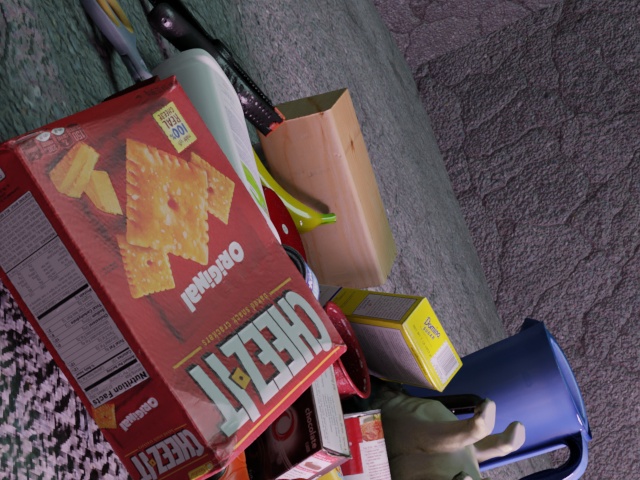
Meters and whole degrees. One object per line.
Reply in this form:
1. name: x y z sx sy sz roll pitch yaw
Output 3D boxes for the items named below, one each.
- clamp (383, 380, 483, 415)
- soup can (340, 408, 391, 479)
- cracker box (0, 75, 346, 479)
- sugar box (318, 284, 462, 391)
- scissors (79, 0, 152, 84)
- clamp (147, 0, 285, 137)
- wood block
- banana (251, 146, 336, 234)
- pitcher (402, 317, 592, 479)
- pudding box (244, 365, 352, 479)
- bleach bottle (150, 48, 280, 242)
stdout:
1. clamp: 0.082 0.177 1.089 0.172 0.120 0.039 34 -14 30
2. soup can: 0.027 0.204 0.944 0.068 0.068 0.102 21 60 -72
3. cracker box: -0.093 0.020 0.640 0.213 0.072 0.164 57 33 -2
4. sugar box: 0.048 0.093 1.063 0.048 0.177 0.093 -46 122 -28
5. scissors: -0.156 -0.152 0.922 0.202 0.016 0.096 57 8 -6
6. clamp: -0.108 -0.177 1.046 0.210 0.036 0.164 47 9 -24
7. wood block: 0.010 -0.053 1.189 0.090 0.090 0.206 -59 134 -63
8. banana: -0.066 -0.073 1.113 0.197 0.037 0.069 50 41 -11
9. pitcher: 0.159 0.197 1.137 0.145 0.243 0.149 65 13 -9
10. pudding box: -0.027 0.134 0.822 0.039 0.090 0.113 22 41 -40
11. bleach bottle: -0.085 -0.051 0.924 0.102 0.068 0.251 54 12 -49
